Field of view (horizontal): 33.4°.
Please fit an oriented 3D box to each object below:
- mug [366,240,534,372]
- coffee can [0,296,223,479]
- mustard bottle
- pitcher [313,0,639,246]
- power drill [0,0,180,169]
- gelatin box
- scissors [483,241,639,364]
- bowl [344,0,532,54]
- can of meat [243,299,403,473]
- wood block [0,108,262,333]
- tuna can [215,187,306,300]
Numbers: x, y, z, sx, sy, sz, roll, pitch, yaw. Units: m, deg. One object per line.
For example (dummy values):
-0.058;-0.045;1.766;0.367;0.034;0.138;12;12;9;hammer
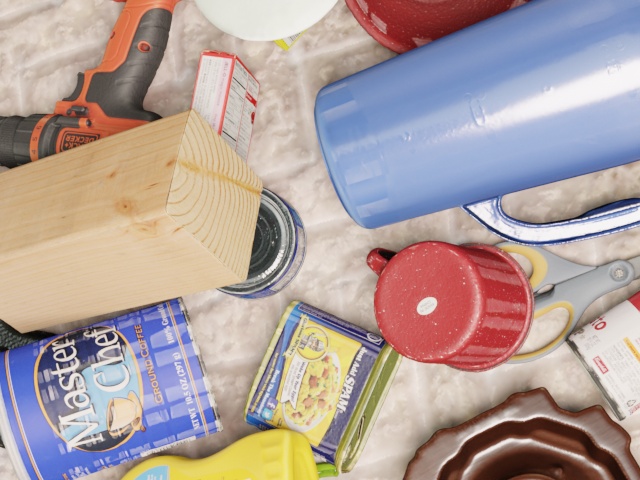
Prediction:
0.080;0.037;0.736;0.117;0.081;0.093;37;103;29;mug
-0.151;0.108;0.756;0.140;0.103;0.103;-17;78;-10;coffee can
-0.093;0.196;0.739;0.192;0.058;0.096;-17;70;22;mustard bottle
0.127;-0.081;0.734;0.243;0.145;0.149;-18;48;13;pitcher
-0.180;-0.136;0.837;0.185;0.057;0.187;9;84;23;power drill
-0.075;-0.090;0.802;0.030;0.073;0.089;8;84;13;gelatin box
0.194;0.012;0.758;0.202;0.016;0.096;-35;76;5;scissors
0.087;-0.213;0.772;0.162;0.055;0.162;-2;112;-6;bowl
0.002;0.103;0.767;0.084;0.057;0.102;23;87;17;can of meat
-0.156;-0.009;0.757;0.206;0.090;0.090;-14;49;28;wood block
-0.055;0.001;0.805;0.086;0.033;0.086;-2;82;12;tuna can
